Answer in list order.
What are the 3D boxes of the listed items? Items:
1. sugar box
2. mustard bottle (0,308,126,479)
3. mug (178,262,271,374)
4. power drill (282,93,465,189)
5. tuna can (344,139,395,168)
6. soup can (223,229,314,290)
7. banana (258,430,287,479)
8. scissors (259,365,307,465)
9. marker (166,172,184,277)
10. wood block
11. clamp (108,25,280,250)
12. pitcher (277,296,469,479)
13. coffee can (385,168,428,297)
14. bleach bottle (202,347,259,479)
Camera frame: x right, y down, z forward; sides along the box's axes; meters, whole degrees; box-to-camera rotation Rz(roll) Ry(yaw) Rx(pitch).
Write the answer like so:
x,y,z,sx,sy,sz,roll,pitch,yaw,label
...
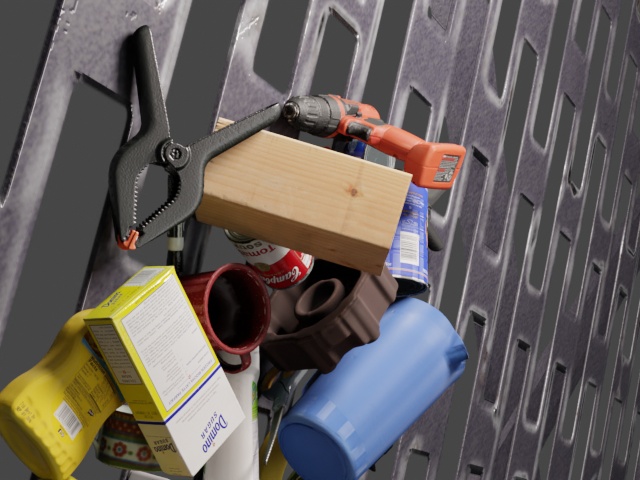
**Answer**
x,y,z,sx,sy,sz,roll,pitch,yaw,label
-0.141,0.120,0.984,0.093,0.048,0.176,-44,122,-45,sugar box
-0.212,0.119,0.980,0.191,0.058,0.096,-54,128,-39,mustard bottle
-0.107,0.084,1.102,0.093,0.082,0.117,-35,110,-45,mug
0.065,-0.123,1.273,0.184,0.188,0.057,-5,121,-57,power drill
0.065,-0.107,1.418,0.086,0.034,0.086,-17,110,-57,tuna can
-0.058,0.001,1.203,0.102,0.069,0.068,54,51,-48,soup can
-0.052,0.287,1.278,0.069,0.037,0.197,27,71,-17,banana
-0.054,0.188,1.208,0.016,0.096,0.201,41,43,-14,scissors
-0.149,-0.022,1.096,0.020,0.020,0.121,-10,104,-58,marker
-0.020,-0.044,1.108,0.090,0.206,0.090,98,10,-71,wood block
-0.135,-0.083,1.036,0.164,0.036,0.210,21,80,-21,clamp
0.051,0.183,1.268,0.242,0.145,0.149,-40,163,-42,pitcher
0.084,-0.008,1.341,0.102,0.103,0.140,30,58,-57,coffee can
-0.096,0.201,1.175,0.102,0.068,0.251,110,-18,-86,bleach bottle
